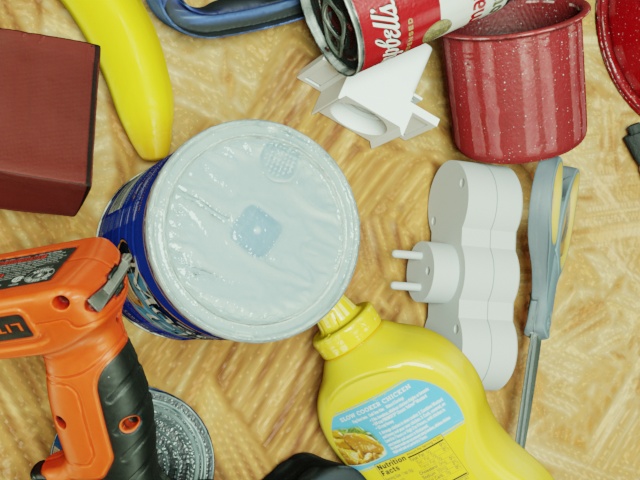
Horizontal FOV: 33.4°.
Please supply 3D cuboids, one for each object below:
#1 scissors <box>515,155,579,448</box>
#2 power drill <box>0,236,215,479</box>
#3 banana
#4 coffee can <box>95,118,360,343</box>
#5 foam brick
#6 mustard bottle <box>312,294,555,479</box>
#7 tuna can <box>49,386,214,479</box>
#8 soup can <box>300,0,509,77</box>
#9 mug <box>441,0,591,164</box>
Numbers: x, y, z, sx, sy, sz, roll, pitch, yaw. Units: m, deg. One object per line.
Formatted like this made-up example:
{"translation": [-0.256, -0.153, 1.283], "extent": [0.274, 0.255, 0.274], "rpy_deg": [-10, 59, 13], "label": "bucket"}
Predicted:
{"translation": [0.130, 0.035, 0.645], "extent": [0.096, 0.016, 0.201], "rpy_deg": [56, 46, -56], "label": "scissors"}
{"translation": [-0.131, 0.099, 0.499], "extent": [0.184, 0.057, 0.187], "rpy_deg": [-12, 114, 11], "label": "power drill"}
{"translation": [-0.139, -0.133, 0.585], "extent": [0.069, 0.037, 0.197], "rpy_deg": [-45, 100, 5], "label": "banana"}
{"translation": [-0.054, 0.001, 0.548], "extent": [0.102, 0.140, 0.103], "rpy_deg": [2, 85, -21], "label": "coffee can"}
{"translation": [-0.142, -0.057, 0.535], "extent": [0.051, 0.053, 0.078], "rpy_deg": [6, 70, -20], "label": "foam brick"}
{"translation": [0.054, 0.107, 0.611], "extent": [0.191, 0.096, 0.058], "rpy_deg": [55, 29, -8], "label": "mustard bottle"}
{"translation": [-0.101, 0.121, 0.577], "extent": [0.086, 0.034, 0.086], "rpy_deg": [2, 85, -21], "label": "tuna can"}
{"translation": [0.047, -0.141, 0.589], "extent": [0.102, 0.069, 0.068], "rpy_deg": [-26, 95, -15], "label": "soup can"}
{"translation": [0.120, -0.102, 0.653], "extent": [0.093, 0.117, 0.081], "rpy_deg": [-2, 116, 16], "label": "mug"}
